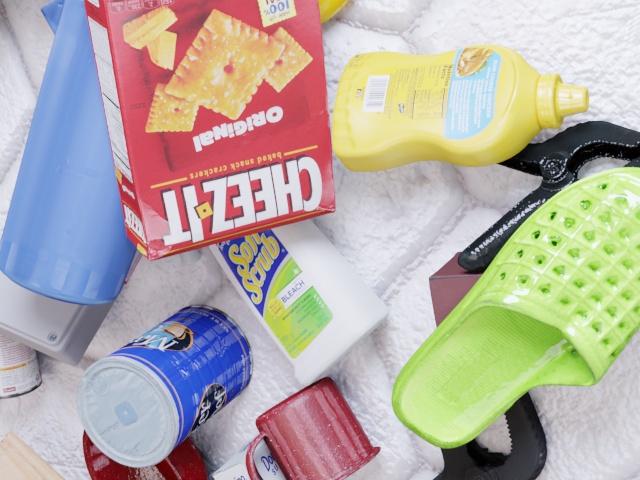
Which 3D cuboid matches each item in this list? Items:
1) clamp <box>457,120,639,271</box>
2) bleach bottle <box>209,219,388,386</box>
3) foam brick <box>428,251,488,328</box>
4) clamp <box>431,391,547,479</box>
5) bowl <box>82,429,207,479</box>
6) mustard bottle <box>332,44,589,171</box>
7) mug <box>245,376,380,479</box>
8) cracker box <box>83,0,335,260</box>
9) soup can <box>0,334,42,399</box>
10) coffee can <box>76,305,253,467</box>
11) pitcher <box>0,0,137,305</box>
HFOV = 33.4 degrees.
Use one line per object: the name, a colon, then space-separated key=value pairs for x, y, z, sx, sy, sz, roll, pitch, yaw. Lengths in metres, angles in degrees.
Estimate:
clamp: x=0.174 y=-0.037 z=0.803 sx=0.172 sy=0.039 sz=0.120 roll=-5 pitch=72 yaw=28
bleach bottle: x=-0.056 y=0.001 z=0.941 sx=0.251 sy=0.068 sz=0.103 roll=49 pitch=123 yaw=8
foam brick: x=0.126 y=0.042 z=0.854 sx=0.053 sy=0.078 sz=0.051 roll=-3 pitch=103 yaw=27
clamp: x=0.151 y=0.207 z=0.919 sx=0.165 sy=0.036 sz=0.210 roll=22 pitch=114 yaw=19
bowl: x=-0.162 y=0.229 z=1.055 sx=0.162 sy=0.055 sz=0.162 roll=23 pitch=128 yaw=33
mustard bottle: x=0.107 y=-0.103 z=0.814 sx=0.192 sy=0.058 sz=0.096 roll=0 pitch=64 yaw=26
mug: x=-0.015 y=0.181 z=0.952 sx=0.081 sy=0.117 sz=0.093 roll=59 pitch=156 yaw=4
cracker box: x=-0.079 y=-0.108 z=0.815 sx=0.072 sy=0.164 sz=0.214 roll=-138 pitch=38 yaw=-57
soup can: x=-0.327 y=0.104 z=1.102 sx=0.069 sy=0.068 sz=0.102 roll=3 pitch=107 yaw=25
coffee can: x=-0.139 y=0.130 z=0.977 sx=0.103 sy=0.140 sz=0.103 roll=8 pitch=110 yaw=24
pitcher: x=-0.175 y=-0.070 z=0.893 sx=0.149 sy=0.144 sz=0.243 roll=29 pitch=102 yaw=44
